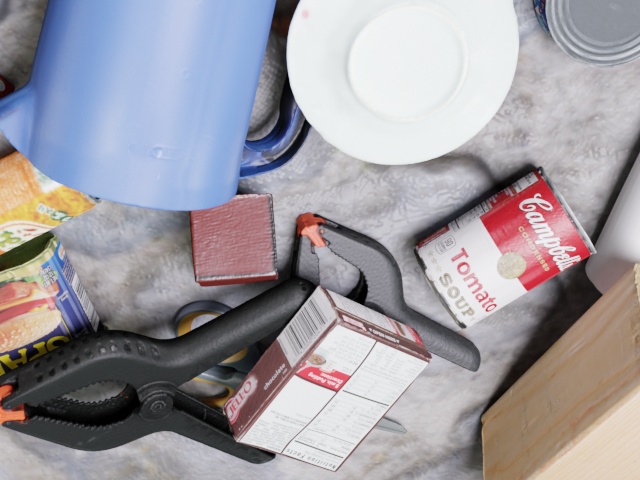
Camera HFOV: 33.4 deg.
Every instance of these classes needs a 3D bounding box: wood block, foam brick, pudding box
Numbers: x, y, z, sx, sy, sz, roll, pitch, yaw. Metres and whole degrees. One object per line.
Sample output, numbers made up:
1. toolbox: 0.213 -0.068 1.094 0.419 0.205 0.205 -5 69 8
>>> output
1. wood block: 0.196 0.116 0.717 0.090 0.090 0.206 16 140 -13
2. foam brick: -0.054 0.001 0.678 0.053 0.078 0.051 -5 86 -5
3. pudding box: 0.004 0.094 0.701 0.089 0.039 0.114 26 113 -36

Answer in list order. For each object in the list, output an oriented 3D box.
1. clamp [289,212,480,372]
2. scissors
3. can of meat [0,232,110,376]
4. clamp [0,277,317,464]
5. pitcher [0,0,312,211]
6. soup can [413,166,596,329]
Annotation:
1. clamp: 0.039 0.052 0.742 0.120 0.039 0.171 -24 114 -8
2. scissors: -0.027 0.093 0.768 0.201 0.016 0.096 6 115 -9
3. can of meat: -0.203 0.050 0.706 0.102 0.057 0.084 -20 114 4
4. clamp: -0.103 0.088 0.696 0.209 0.036 0.165 4 125 -27
5. pitcher: -0.072 -0.146 0.590 0.145 0.149 0.243 24 111 16
6. soup can: 0.121 0.006 0.712 0.102 0.068 0.068 -32 115 11
